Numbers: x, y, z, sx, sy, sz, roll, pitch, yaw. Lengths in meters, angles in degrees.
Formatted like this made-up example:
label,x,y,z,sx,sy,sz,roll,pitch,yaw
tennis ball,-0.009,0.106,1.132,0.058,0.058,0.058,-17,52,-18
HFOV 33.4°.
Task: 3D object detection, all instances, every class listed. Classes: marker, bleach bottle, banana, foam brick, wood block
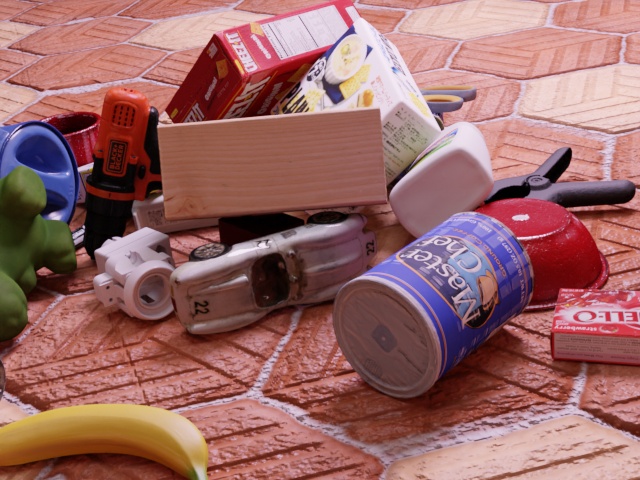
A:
label,x,y,z,sx,sy,sz,roll,pitch,yaw
marker,-0.251,-0.014,1.184,0.020,0.020,0.120,10,31,33
bleach bottle,0.131,-0.075,1.136,0.103,0.068,0.250,-38,6,14
banana,-0.163,0.149,0.797,0.198,0.037,0.069,2,26,19
foam brick,-0.057,0.001,1.063,0.052,0.051,0.078,-27,31,-36
wood block,-0.042,-0.071,1.018,0.206,0.091,0.090,-5,1,4

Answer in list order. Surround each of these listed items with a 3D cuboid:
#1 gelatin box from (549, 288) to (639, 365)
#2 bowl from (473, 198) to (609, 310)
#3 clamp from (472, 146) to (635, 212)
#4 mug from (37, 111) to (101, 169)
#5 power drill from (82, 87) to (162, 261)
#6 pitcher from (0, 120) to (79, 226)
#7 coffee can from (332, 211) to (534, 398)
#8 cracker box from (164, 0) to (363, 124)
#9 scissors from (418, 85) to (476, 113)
label,x,y,z,sx,sy,sz,roll,pitch,yaw
gelatin box,0.236,0.069,0.870,0.089,0.030,0.073,2,27,18
bowl,0.186,0.003,0.992,0.162,0.055,0.162,-5,25,2
clamp,0.227,-0.054,1.120,0.171,0.039,0.120,-13,24,-11
mug,-0.306,-0.111,1.330,0.093,0.081,0.117,0,26,15
power drill,-0.149,-0.055,1.113,0.187,0.184,0.057,9,16,-12
pitcher,-0.405,-0.064,1.178,0.243,0.149,0.144,-2,11,24
coffee can,0.093,0.049,0.863,0.103,0.103,0.140,15,33,39
cracker box,-0.061,-0.201,1.293,0.213,0.072,0.164,-25,-12,-37
scissors,0.089,-0.168,1.289,0.202,0.016,0.096,-4,21,5
